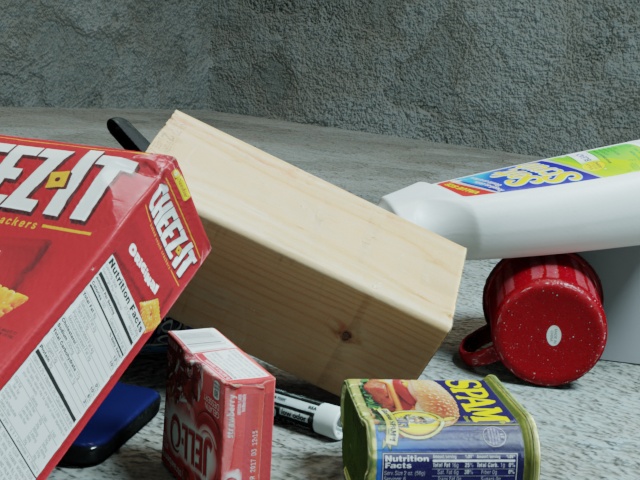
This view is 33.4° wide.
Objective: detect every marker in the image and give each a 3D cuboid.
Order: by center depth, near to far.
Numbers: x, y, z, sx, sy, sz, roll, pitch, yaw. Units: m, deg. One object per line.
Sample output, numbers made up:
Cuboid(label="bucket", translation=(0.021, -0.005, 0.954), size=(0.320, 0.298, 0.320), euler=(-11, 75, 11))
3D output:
Cuboid(label="marker", translation=(-0.036, 0.098, 0.657), size=(0.121, 0.020, 0.020), euler=(11, 12, 34))

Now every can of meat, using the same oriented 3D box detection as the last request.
Cuboid(label="can of meat", translation=(0.057, 0.106, 0.548), size=(0.084, 0.057, 0.102), euler=(1, 10, -6))

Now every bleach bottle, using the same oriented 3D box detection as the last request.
Cuboid(label="bleach bottle", translation=(0.145, -0.020, 0.791), size=(0.250, 0.068, 0.102), euler=(-10, 21, -4))

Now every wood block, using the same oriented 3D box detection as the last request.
Cuboid(label="wood block", translation=(-0.024, 0.015, 0.671), size=(0.206, 0.091, 0.090), euler=(26, 36, -3))

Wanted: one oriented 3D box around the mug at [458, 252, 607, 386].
Cuboid(label="mug", translation=(0.156, 0.062, 0.792), size=(0.117, 0.093, 0.081), euler=(-25, 9, 13))

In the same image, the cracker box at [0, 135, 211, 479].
Cuboid(label="cracker box", translation=(-0.176, 0.038, 0.493), size=(0.164, 0.072, 0.213), euler=(9, 46, 26))

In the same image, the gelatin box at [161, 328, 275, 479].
Cuboid(label="gelatin box", translation=(-0.053, 0.091, 0.532), size=(0.030, 0.073, 0.089), euler=(-1, 12, -25))
